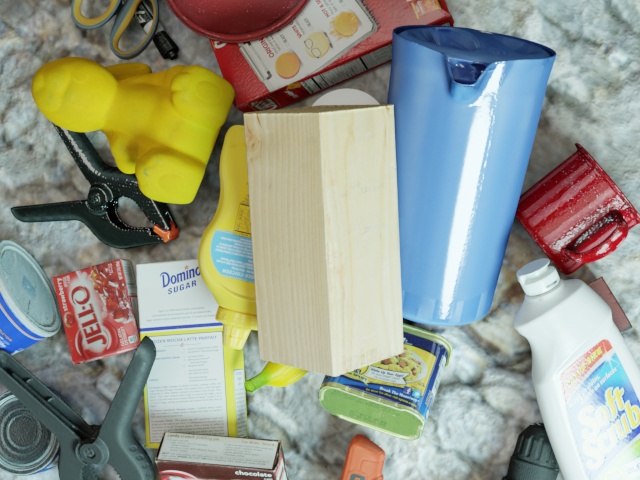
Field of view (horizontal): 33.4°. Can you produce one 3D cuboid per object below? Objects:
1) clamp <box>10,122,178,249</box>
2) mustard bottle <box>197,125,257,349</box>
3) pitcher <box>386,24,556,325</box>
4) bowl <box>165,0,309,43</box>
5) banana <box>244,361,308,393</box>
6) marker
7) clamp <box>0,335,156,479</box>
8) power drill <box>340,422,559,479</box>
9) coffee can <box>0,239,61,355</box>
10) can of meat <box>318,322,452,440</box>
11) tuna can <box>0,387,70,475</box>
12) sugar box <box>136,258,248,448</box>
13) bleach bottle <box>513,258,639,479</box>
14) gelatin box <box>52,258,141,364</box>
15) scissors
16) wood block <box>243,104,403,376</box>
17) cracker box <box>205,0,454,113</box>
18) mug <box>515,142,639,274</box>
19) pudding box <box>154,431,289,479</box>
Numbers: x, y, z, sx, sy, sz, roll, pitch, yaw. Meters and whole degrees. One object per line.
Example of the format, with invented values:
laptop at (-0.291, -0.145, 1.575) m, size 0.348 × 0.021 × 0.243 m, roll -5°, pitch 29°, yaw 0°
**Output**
clamp at (-0.214, -0.053, 1.038) m, size 0.171 × 0.039 × 0.120 m, roll 18°, pitch 108°, yaw 8°
mustard bottle at (-0.056, 0.001, 0.940) m, size 0.096 × 0.058 × 0.191 m, roll 13°, pitch 88°, yaw -9°
pitcher at (0.114, -0.059, 0.914) m, size 0.145 × 0.148 × 0.243 m, roll 32°, pitch 122°, yaw 47°
bowl at (-0.079, -0.262, 0.953) m, size 0.162 × 0.055 × 0.162 m, roll -1°, pitch 84°, yaw 13°
banana at (0.004, 0.062, 0.975) m, size 0.037 × 0.069 × 0.198 m, roll 33°, pitch 93°, yaw 17°
marker at (-0.178, -0.228, 1.058) m, size 0.020 × 0.020 × 0.121 m, roll -36°, pitch 80°, yaw 6°
clamp at (-0.198, 0.181, 0.981) m, size 0.165 × 0.036 × 0.210 m, roll -13°, pitch 106°, yaw 20°
power drill at (0.110, 0.234, 0.949) m, size 0.188 × 0.057 × 0.184 m, roll 14°, pitch 85°, yaw 12°
coffee can at (-0.336, 0.076, 1.023) m, size 0.140 × 0.102 × 0.103 m, roll -29°, pitch 81°, yaw 8°
can of meat at (0.057, 0.120, 0.948) m, size 0.102 × 0.057 × 0.083 m, roll 17°, pitch 53°, yaw 11°
tuna can at (-0.284, 0.185, 1.040) m, size 0.086 × 0.033 × 0.086 m, roll -1°, pitch 86°, yaw 11°
sugar box at (-0.121, 0.106, 1.009) m, size 0.093 × 0.048 × 0.176 m, roll -4°, pitch 82°, yaw 13°
bleach bottle at (0.221, 0.134, 0.890) m, size 0.102 × 0.068 × 0.251 m, roll -27°, pitch 101°, yaw 3°
gelatin box at (-0.213, 0.069, 1.036) m, size 0.073 × 0.030 × 0.089 m, roll -15°, pitch 83°, yaw 10°
scissors at (-0.179, -0.275, 1.047) m, size 0.096 × 0.016 × 0.201 m, roll 15°, pitch 80°, yaw 4°
wood block at (0.004, -0.005, 0.873) m, size 0.091 × 0.090 × 0.206 m, roll 6°, pitch 104°, yaw 44°
cracker box at (-0.002, -0.230, 0.998) m, size 0.214 × 0.072 × 0.164 m, roll -22°, pitch 80°, yaw 10°
mug at (0.223, -0.018, 0.921) m, size 0.081 × 0.117 × 0.093 m, roll -39°, pitch 121°, yaw 11°
pudding box at (-0.086, 0.217, 0.972) m, size 0.113 × 0.090 × 0.039 m, roll 1°, pitch 46°, yaw 9°
